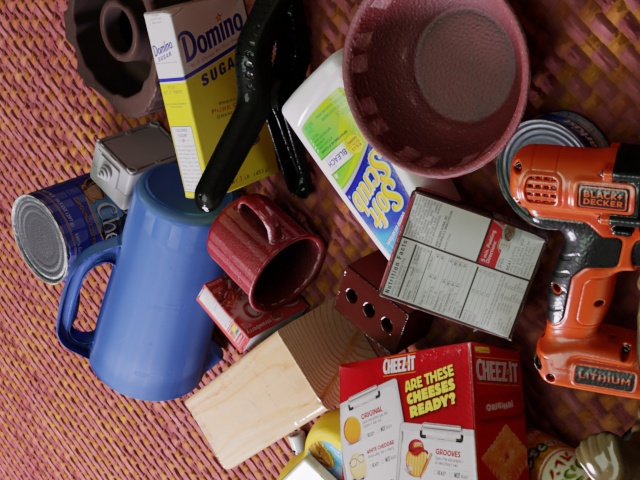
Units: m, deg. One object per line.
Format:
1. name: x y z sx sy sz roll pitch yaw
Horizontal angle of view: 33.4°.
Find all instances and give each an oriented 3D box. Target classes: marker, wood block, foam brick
1. marker: -0.009 0.265 1.162 0.020 0.020 0.121 -6 105 47
2. wood block: -0.040 0.149 1.083 0.090 0.090 0.206 58 138 7
3. foam brick: 0.060 0.054 0.961 0.078 0.051 0.053 38 132 27

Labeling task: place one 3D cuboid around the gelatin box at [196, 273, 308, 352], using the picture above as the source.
1. gelatin box: -0.067 0.062 1.068 0.073 0.089 0.030 49 136 17

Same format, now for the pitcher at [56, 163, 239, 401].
1. pitcher: -0.173 0.042 1.127 0.145 0.149 0.243 34 127 22

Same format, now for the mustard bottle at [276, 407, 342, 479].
1. mustard bottle: 0.028 0.219 1.067 0.096 0.058 0.192 32 133 3

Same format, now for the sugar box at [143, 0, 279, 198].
1. sugar box: -0.099 -0.136 1.000 0.048 0.093 0.176 7 115 43

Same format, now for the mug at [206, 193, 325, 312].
1. mug: -0.057 0.001 1.022 0.082 0.093 0.117 43 158 29

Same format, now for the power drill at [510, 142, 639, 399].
1. power drill: 0.225 0.022 0.751 0.185 0.057 0.188 8 120 21

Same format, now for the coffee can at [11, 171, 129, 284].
1. coffee can: -0.252 -0.023 1.179 0.103 0.140 0.103 23 124 37

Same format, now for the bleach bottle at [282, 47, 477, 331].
1. bleach bottle: 0.073 -0.038 0.895 0.251 0.067 0.103 55 135 6

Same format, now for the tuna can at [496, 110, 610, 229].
1. tuna can: 0.177 -0.053 0.799 0.086 0.033 0.086 23 124 38

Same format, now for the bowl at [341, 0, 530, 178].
1. bowl: 0.097 -0.131 0.815 0.162 0.055 0.162 11 110 35

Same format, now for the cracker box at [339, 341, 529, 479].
1. cracker box: 0.095 0.203 0.899 0.164 0.071 0.213 -17 69 48

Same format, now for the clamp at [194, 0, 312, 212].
1. clamp: -0.041 -0.126 0.943 0.036 0.164 0.210 14 96 28

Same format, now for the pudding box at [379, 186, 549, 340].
1. pudding box: 0.112 0.018 0.840 0.113 0.039 0.090 20 101 6
